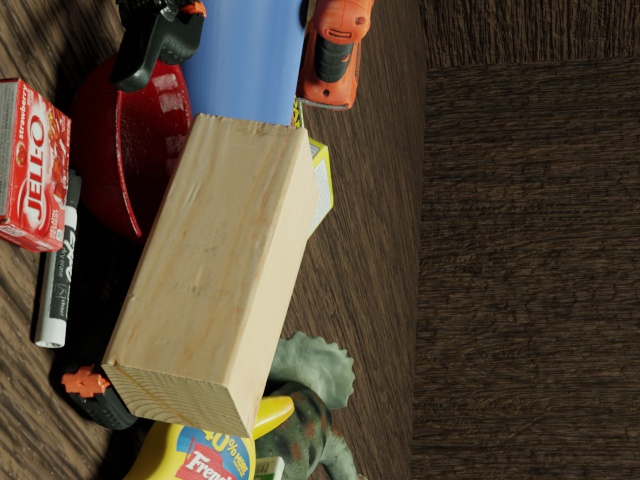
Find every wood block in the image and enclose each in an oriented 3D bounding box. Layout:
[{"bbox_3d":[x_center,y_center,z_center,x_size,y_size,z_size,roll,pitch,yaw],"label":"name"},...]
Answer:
[{"bbox_3d":[-0.071,0.022,0.758,0.091,0.090,0.206,79,23,-58],"label":"wood block"}]

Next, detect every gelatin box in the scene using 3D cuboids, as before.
[{"bbox_3d":[-0.180,-0.044,0.644,0.073,0.030,0.089,49,40,-73],"label":"gelatin box"}]

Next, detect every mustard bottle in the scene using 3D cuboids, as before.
[{"bbox_3d":[-0.099,0.180,0.805,0.096,0.058,0.191,56,42,-20],"label":"mustard bottle"}]

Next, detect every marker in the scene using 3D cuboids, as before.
[{"bbox_3d":[-0.172,0.010,0.704,0.020,0.020,0.121,58,32,-69],"label":"marker"}]

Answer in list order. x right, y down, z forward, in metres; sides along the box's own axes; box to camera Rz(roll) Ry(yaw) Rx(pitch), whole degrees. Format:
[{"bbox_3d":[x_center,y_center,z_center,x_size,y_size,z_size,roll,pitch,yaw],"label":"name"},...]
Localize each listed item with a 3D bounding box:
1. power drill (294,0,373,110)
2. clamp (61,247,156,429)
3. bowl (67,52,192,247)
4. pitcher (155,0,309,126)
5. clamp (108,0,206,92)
[{"bbox_3d":[0.018,-0.215,0.927,0.188,0.057,0.184,101,-1,-65],"label":"power drill"},{"bbox_3d":[-0.142,0.076,0.803,0.210,0.036,0.164,15,73,-82],"label":"clamp"},{"bbox_3d":[-0.142,-0.069,0.779,0.162,0.055,0.162,-1,90,-79],"label":"bowl"},{"bbox_3d":[-0.069,-0.170,0.887,0.145,0.149,0.243,-114,-154,-54],"label":"pitcher"},{"bbox_3d":[-0.121,-0.165,0.709,0.171,0.039,0.120,-62,138,-73],"label":"clamp"}]
